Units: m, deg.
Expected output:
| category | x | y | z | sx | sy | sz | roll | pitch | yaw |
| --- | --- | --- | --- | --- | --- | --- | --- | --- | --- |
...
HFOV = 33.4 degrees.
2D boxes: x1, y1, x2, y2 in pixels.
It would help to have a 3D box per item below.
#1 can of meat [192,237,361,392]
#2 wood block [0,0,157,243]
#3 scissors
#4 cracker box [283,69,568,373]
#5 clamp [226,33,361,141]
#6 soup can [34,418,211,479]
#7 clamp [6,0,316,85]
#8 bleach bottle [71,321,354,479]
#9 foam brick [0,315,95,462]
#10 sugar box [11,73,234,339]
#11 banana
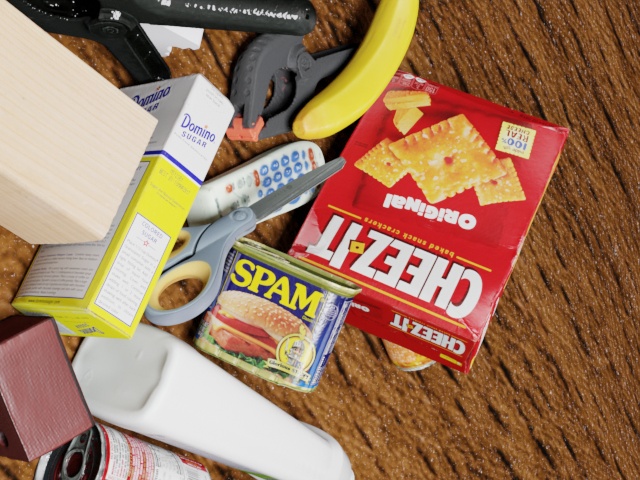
| category | x | y | z | sx | sy | sz | roll | pitch | yaw |
| --- | --- | --- | --- | --- | --- | --- | --- | --- | --- |
| can of meat | -0.033 | 0.054 | 0.779 | 0.057 | 0.102 | 0.084 | 1 | 112 | -78 |
| wood block | -0.209 | -0.087 | 0.621 | 0.205 | 0.090 | 0.090 | 38 | 63 | -38 |
| scissors | -0.055 | 0.001 | 0.740 | 0.201 | 0.096 | 0.016 | -21 | 134 | -13 |
| cracker box | 0.087 | -0.024 | 0.865 | 0.072 | 0.164 | 0.213 | 90 | 25 | -60 |
| clamp | -0.026 | -0.152 | 0.844 | 0.171 | 0.039 | 0.120 | -54 | 127 | -36 |
| soup can | -0.129 | 0.165 | 0.712 | 0.102 | 0.069 | 0.068 | 33 | 66 | -40 |
| clamp | -0.117 | -0.146 | 0.654 | 0.209 | 0.165 | 0.036 | 20 | 65 | -48 |
| bleach bottle | -0.060 | 0.137 | 0.775 | 0.250 | 0.103 | 0.068 | 39 | 70 | -45 |
| foam brick | -0.187 | 0.091 | 0.666 | 0.051 | 0.053 | 0.078 | -31 | 110 | -42 |
| sugar box | -0.128 | -0.023 | 0.700 | 0.048 | 0.094 | 0.176 | 43 | 60 | -37 |
| banana | 0.035 | -0.150 | 0.869 | 0.069 | 0.037 | 0.197 | 44 | 64 | -41 |
